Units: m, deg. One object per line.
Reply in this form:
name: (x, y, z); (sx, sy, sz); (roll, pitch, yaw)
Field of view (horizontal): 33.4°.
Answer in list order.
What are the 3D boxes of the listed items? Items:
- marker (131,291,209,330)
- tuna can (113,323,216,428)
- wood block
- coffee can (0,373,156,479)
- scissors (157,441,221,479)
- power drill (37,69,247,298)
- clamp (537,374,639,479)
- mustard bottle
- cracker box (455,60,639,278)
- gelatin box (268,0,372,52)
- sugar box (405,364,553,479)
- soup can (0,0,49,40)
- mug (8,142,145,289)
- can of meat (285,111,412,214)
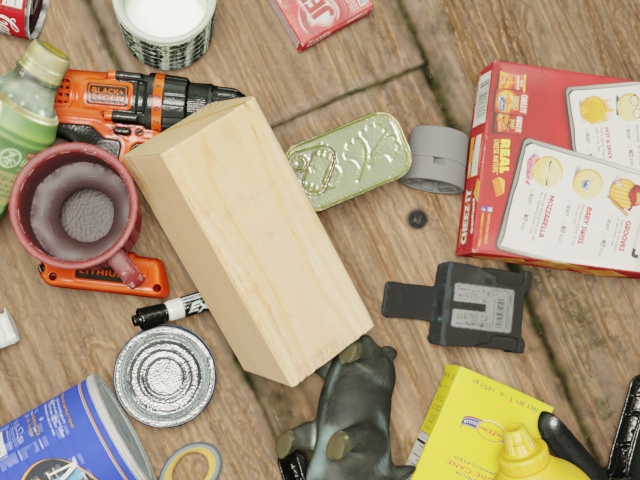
marker: (-0.098, 0.051, 0.884); (0.121, 0.020, 0.020); (-16, 88, -24)
tuna can: (-0.129, 0.112, 0.887); (0.086, 0.034, 0.086); (0, 86, -6)
wood block: (-0.055, 0.001, 0.837); (0.090, 0.091, 0.206); (-35, 108, -22)
coffee can: (-0.215, 0.183, 0.839); (0.140, 0.103, 0.103); (-29, 90, -7)
scissors: (-0.153, 0.232, 0.885); (0.201, 0.016, 0.096); (-16, 88, -7)
power drill: (-0.154, -0.048, 0.884); (0.184, 0.057, 0.187); (5, 83, -2)
clamp: (0.237, 0.204, 0.903); (0.120, 0.039, 0.171); (-5, 92, -20)
mustard bottle: (0.183, 0.234, 0.860); (0.096, 0.058, 0.191); (-18, 104, 6)
cracker box: (0.233, -0.054, 0.917); (0.213, 0.072, 0.164); (7, 86, -6)
gelatin box: (-0.008, -0.219, 0.922); (0.073, 0.030, 0.089); (-30, 90, -7)
sugar box: (0.118, 0.202, 0.900); (0.093, 0.048, 0.176); (24, 83, -7)
soup can: (-0.279, -0.209, 0.875); (0.102, 0.068, 0.068); (13, 85, -5)
mug: (-0.172, -0.012, 0.807); (0.093, 0.081, 0.117); (-41, 86, -6)
can of meat: (0.017, -0.060, 0.887); (0.102, 0.084, 0.057); (-23, 89, -7)
